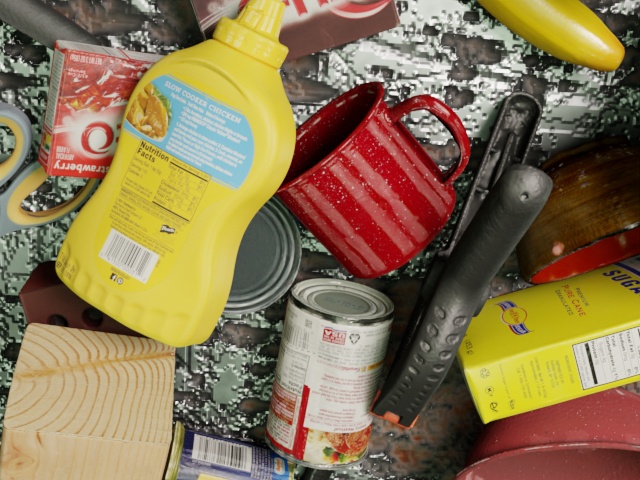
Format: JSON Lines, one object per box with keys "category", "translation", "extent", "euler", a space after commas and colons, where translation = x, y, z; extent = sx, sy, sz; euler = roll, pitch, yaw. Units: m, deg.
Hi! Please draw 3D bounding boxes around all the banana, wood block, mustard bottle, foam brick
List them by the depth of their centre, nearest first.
{"category": "mustard bottle", "translation": [-0.068, -0.045, 0.585], "extent": [0.096, 0.058, 0.192], "euler": [29, 100, 20]}
{"category": "banana", "translation": [0.095, -0.167, 0.594], "extent": [0.037, 0.070, 0.197], "euler": [-48, 113, -20]}
{"category": "wood block", "translation": [-0.152, 0.162, 0.655], "extent": [0.090, 0.090, 0.206], "euler": [9, 123, -11]}
{"category": "foam brick", "translation": [-0.138, 0.039, 0.664], "extent": [0.078, 0.051, 0.053], "euler": [-11, 109, 3]}

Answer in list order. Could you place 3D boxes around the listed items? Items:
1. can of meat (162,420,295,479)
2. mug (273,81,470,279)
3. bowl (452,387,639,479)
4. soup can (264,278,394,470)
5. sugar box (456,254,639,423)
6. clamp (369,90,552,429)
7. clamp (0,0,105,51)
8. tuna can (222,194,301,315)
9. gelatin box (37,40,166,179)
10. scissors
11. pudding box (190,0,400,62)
{"category": "can of meat", "translation": [-0.070, 0.180, 0.710], "extent": [0.084, 0.057, 0.102], "euler": [15, 108, -8]}
{"category": "mug", "translation": [0.034, -0.038, 0.619], "extent": [0.117, 0.093, 0.081], "euler": [-34, 111, 24]}
{"category": "bowl", "translation": [0.163, 0.134, 0.674], "extent": [0.162, 0.055, 0.162], "euler": [3, 149, 1]}
{"category": "soup can", "translation": [0.005, 0.083, 0.672], "extent": [0.068, 0.068, 0.102], "euler": [9, 108, -4]}
{"category": "sugar box", "translation": [0.170, 0.052, 0.651], "extent": [0.176, 0.093, 0.048], "euler": [-19, 108, 5]}
{"category": "clamp", "translation": [0.082, 0.016, 0.620], "extent": [0.036, 0.164, 0.210], "euler": [23, 120, 2]}
{"category": "clamp", "translation": [-0.216, -0.137, 0.612], "extent": [0.120, 0.039, 0.171], "euler": [-34, 108, 5]}
{"category": "tuna can", "translation": [-0.054, 0.001, 0.662], "extent": [0.086, 0.034, 0.086], "euler": [0, 109, -1]}
{"category": "gelatin box", "translation": [-0.114, -0.073, 0.621], "extent": [0.089, 0.030, 0.073], "euler": [3, 109, -30]}
{"category": "scissors", "translation": [-0.225, -0.012, 0.654], "extent": [0.202, 0.016, 0.096], "euler": [-32, 126, 10]}
{"category": "pudding box", "translation": [-0.019, -0.151, 0.609], "extent": [0.113, 0.039, 0.090], "euler": [-16, 109, 5]}
